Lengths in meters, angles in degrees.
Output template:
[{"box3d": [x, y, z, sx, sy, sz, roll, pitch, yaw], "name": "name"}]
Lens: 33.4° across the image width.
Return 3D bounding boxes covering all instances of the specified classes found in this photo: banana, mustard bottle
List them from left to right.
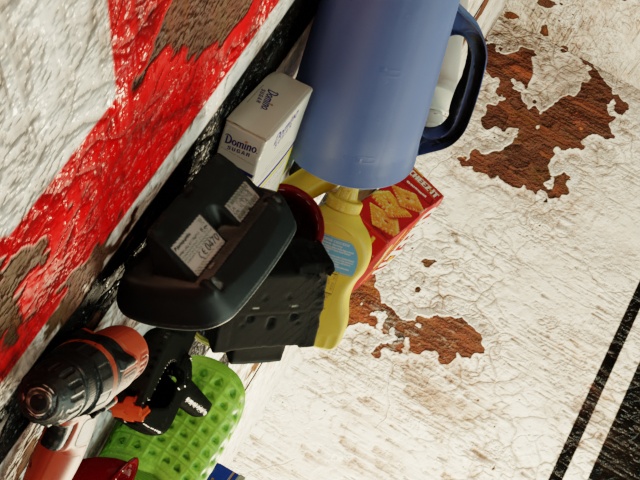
[{"box3d": [0.005, 0.022, 1.209, 0.058, 0.096, 0.192, -36, 146, -72], "name": "mustard bottle"}, {"box3d": [0.016, -0.071, 1.220, 0.197, 0.037, 0.070, -21, 147, -28], "name": "banana"}]

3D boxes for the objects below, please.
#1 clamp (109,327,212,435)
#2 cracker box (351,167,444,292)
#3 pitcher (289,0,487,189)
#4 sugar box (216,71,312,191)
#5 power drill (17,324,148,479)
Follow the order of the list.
[{"box3d": [-0.130, 0.101, 0.939, 0.209, 0.036, 0.164, -31, 127, -76], "name": "clamp"}, {"box3d": [0.059, 0.004, 1.394, 0.164, 0.072, 0.213, -50, 172, 31], "name": "cracker box"}, {"box3d": [0.061, -0.173, 0.934, 0.149, 0.145, 0.243, -33, 151, -41], "name": "pitcher"}, {"box3d": [-0.065, -0.056, 0.940, 0.093, 0.048, 0.176, -54, 168, -46], "name": "sugar box"}, {"box3d": [-0.195, 0.153, 0.760, 0.188, 0.057, 0.184, -61, 174, 7], "name": "power drill"}]
